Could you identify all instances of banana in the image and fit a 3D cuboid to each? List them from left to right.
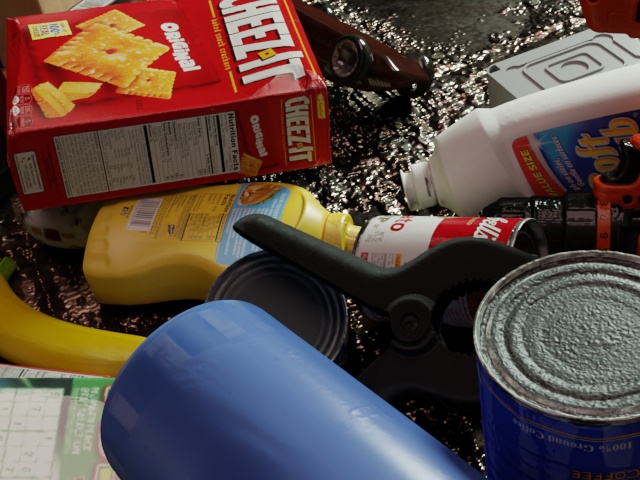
[{"bbox_3d":[-0.177,0.056,0.693,0.198,0.037,0.069,24,52,36],"label":"banana"}]

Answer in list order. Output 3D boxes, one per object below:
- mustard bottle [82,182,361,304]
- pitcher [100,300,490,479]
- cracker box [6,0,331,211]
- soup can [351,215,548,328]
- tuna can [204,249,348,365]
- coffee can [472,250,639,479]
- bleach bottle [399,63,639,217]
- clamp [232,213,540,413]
[{"bbox_3d":[-0.055,0.001,0.713,0.192,0.058,0.096,0,42,15],"label":"mustard bottle"},{"bbox_3d":[0.002,0.130,0.457,0.145,0.149,0.243,-43,52,-13],"label":"pitcher"},{"bbox_3d":[-0.113,-0.110,0.762,0.213,0.072,0.164,-10,40,-7],"label":"cracker box"},{"bbox_3d":[0.077,0.019,0.640,0.102,0.068,0.068,2,40,31],"label":"soup can"},{"bbox_3d":[-0.026,0.050,0.636,0.086,0.034,0.086,-2,72,5],"label":"tuna can"},{"bbox_3d":[0.126,0.090,0.495,0.103,0.140,0.103,-7,39,5],"label":"coffee can"},{"bbox_3d":[0.180,-0.057,0.710,0.251,0.102,0.068,-14,29,7],"label":"bleach bottle"},{"bbox_3d":[0.045,0.040,0.580,0.210,0.036,0.164,-17,70,13],"label":"clamp"}]
